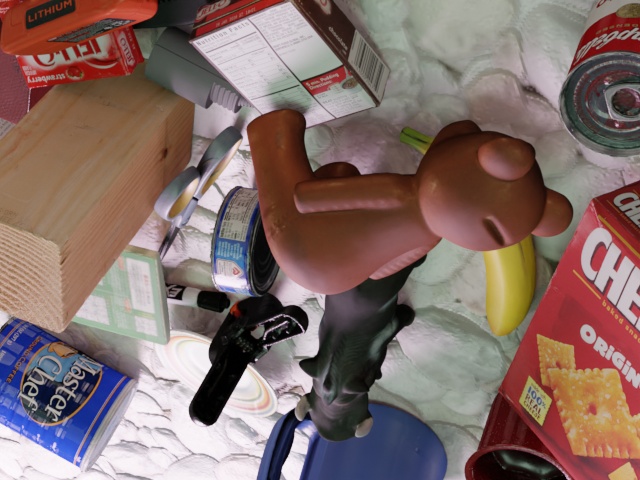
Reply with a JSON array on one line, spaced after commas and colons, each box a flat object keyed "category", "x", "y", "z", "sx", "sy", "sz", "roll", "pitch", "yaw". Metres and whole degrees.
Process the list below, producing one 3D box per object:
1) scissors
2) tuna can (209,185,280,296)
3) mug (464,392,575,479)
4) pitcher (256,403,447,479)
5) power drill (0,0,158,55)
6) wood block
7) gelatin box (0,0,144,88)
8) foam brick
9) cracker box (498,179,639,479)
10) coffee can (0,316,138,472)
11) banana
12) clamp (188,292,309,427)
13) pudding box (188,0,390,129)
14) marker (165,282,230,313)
[{"category": "scissors", "x": -0.121, "y": -0.017, "z": 0.861, "sx": 0.016, "sy": 0.096, "sz": 0.202, "roll": 42, "pitch": 131, "yaw": 3}, {"category": "tuna can", "x": -0.056, "y": 0.001, "z": 0.844, "sx": 0.034, "sy": 0.086, "sz": 0.086, "roll": 10, "pitch": 131, "yaw": 16}, {"category": "mug", "x": 0.173, "y": 0.180, "z": 0.890, "sx": 0.093, "sy": 0.081, "sz": 0.117, "roll": 16, "pitch": 133, "yaw": 12}, {"category": "pitcher", "x": 0.017, "y": 0.262, "z": 0.922, "sx": 0.149, "sy": 0.242, "sz": 0.145, "roll": 2, "pitch": 126, "yaw": 16}, {"category": "power drill", "x": -0.188, "y": -0.219, "z": 0.687, "sx": 0.185, "sy": 0.057, "sz": 0.187, "roll": -12, "pitch": 95, "yaw": 28}, {"category": "wood block", "x": -0.176, "y": -0.044, "z": 0.778, "sx": 0.090, "sy": 0.205, "sz": 0.091, "roll": 20, "pitch": 134, "yaw": 9}, {"category": "gelatin box", "x": -0.178, "y": -0.150, "z": 0.755, "sx": 0.089, "sy": 0.030, "sz": 0.073, "roll": -2, "pitch": 122, "yaw": 22}, {"category": "foam brick", "x": -0.237, "y": -0.138, "z": 0.836, "sx": 0.053, "sy": 0.051, "sz": 0.078, "roll": 26, "pitch": 135, "yaw": 2}, {"category": "cracker box", "x": 0.224, "y": 0.089, "z": 0.741, "sx": 0.164, "sy": 0.072, "sz": 0.214, "roll": 51, "pitch": 146, "yaw": 32}, {"category": "coffee can", "x": -0.268, "y": 0.152, "z": 1.064, "sx": 0.140, "sy": 0.102, "sz": 0.103, "roll": 29, "pitch": 135, "yaw": 1}, {"category": "banana", "x": 0.125, "y": -0.004, "z": 0.790, "sx": 0.070, "sy": 0.037, "sz": 0.197, "roll": 13, "pitch": 136, "yaw": 53}, {"category": "clamp", "x": -0.067, "y": 0.090, "z": 0.878, "sx": 0.039, "sy": 0.120, "sz": 0.171, "roll": 50, "pitch": 175, "yaw": -9}, {"category": "pudding box", "x": -0.020, "y": -0.126, "z": 0.731, "sx": 0.090, "sy": 0.039, "sz": 0.113, "roll": -13, "pitch": 138, "yaw": 35}, {"category": "marker", "x": -0.138, "y": 0.048, "z": 0.970, "sx": 0.121, "sy": 0.020, "sz": 0.020, "roll": 9, "pitch": 131, "yaw": 19}]
